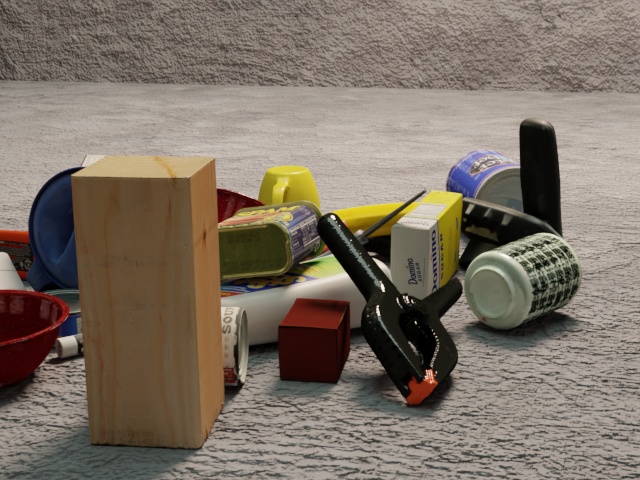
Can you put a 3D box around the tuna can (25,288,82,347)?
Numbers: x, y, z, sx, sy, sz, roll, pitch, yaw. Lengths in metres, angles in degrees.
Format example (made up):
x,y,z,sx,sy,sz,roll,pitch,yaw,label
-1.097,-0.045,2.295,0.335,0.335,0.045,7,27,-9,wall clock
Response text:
x,y,z,sx,sy,sz,roll,pitch,yaw,label
-0.252,0.075,1.047,0.086,0.034,0.086,-1,15,0,tuna can

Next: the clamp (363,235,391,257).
x,y,z,sx,sy,sz,roll,pitch,yaw,label
0.079,-0.006,1.324,0.171,0.039,0.120,8,26,12,clamp

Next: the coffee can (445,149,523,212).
x,y,z,sx,sy,sz,roll,pitch,yaw,label
0.230,-0.057,1.386,0.102,0.103,0.140,-3,15,-8,coffee can

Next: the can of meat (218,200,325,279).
x,y,z,sx,sy,sz,roll,pitch,yaw,label
-0.057,0.001,1.034,0.102,0.057,0.083,-6,11,23,can of meat

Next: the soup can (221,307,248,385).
x,y,z,sx,sy,sz,roll,pitch,yaw,label
-0.116,0.090,0.914,0.102,0.068,0.068,0,15,4,soup can

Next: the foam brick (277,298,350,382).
x,y,z,sx,sy,sz,roll,pitch,yaw,label
-0.004,0.088,0.948,0.053,0.051,0.078,3,15,11,foam brick

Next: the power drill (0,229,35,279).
x,y,z,sx,sy,sz,roll,pitch,yaw,label
-0.328,-0.005,1.314,0.185,0.057,0.187,4,16,28,power drill

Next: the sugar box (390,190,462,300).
x,y,z,sx,sy,sz,roll,pitch,yaw,label
0.117,0.009,1.161,0.048,0.093,0.176,5,16,15,sugar box

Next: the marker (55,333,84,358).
x,y,z,sx,sy,sz,roll,pitch,yaw,label
-0.191,0.090,1.013,0.120,0.020,0.020,-11,18,-33,marker

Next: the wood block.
x,y,z,sx,sy,sz,roll,pitch,yaw,label
-0.128,0.044,0.816,0.090,0.206,0.090,1,14,7,wood block

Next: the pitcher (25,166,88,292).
x,y,z,sx,sy,sz,roll,pitch,yaw,label
-0.215,-0.013,1.193,0.149,0.145,0.242,6,7,16,pitcher

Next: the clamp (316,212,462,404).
x,y,z,sx,sy,sz,roll,pitch,yaw,label
0.065,0.060,0.942,0.164,0.036,0.210,29,27,-15,clamp

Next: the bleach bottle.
x,y,z,sx,sy,sz,roll,pitch,yaw,label
-0.061,0.067,1.015,0.250,0.068,0.103,-11,15,-27,bleach bottle

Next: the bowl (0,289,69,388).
x,y,z,sx,sy,sz,roll,pitch,yaw,label
-0.302,0.092,0.940,0.162,0.055,0.162,-1,15,0,bowl

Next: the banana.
x,y,z,sx,sy,sz,roll,pitch,yaw,label
0.064,-0.019,1.258,0.197,0.037,0.070,-9,20,-23,banana

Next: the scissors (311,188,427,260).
x,y,z,sx,sy,sz,roll,pitch,yaw,label
0.039,0.004,1.133,0.202,0.016,0.096,-33,-12,15,scissors
